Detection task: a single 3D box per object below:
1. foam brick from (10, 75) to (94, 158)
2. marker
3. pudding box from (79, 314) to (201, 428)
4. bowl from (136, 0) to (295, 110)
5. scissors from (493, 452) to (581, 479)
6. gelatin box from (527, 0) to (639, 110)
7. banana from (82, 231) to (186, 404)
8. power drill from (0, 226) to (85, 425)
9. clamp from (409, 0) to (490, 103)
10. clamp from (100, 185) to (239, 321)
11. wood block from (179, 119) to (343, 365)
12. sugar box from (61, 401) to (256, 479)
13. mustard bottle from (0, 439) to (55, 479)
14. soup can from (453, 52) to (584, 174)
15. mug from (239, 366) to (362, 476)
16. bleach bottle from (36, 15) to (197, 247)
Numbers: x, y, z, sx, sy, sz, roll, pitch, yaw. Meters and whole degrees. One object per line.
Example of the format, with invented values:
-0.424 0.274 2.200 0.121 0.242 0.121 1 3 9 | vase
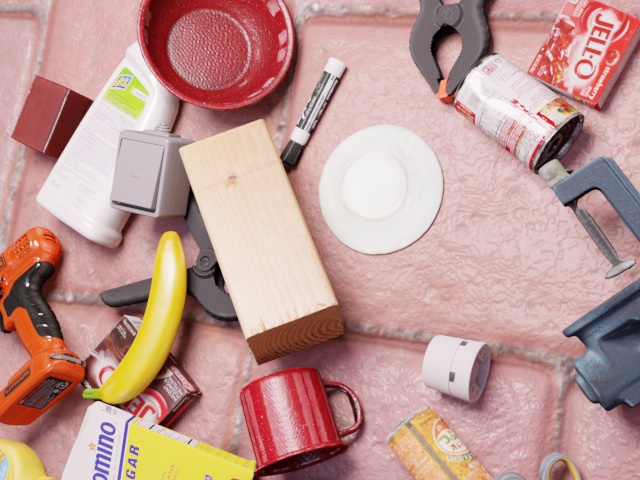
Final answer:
-0.298 -0.135 1.191 0.051 0.053 0.078 22 90 24 | foam brick
-0.009 -0.129 1.088 0.020 0.020 0.121 29 94 23 | marker
-0.191 0.148 1.112 0.090 0.039 0.113 -47 68 11 | pudding box
-0.110 -0.205 1.099 0.162 0.055 0.162 2 80 -15 | bowl
0.187 0.285 0.925 0.096 0.016 0.202 7 83 -13 | scissors
0.245 -0.175 0.984 0.073 0.030 0.089 31 95 23 | gelatin box
-0.175 0.089 1.071 0.070 0.037 0.198 30 95 20 | banana
-0.336 0.102 1.151 0.185 0.057 0.188 -40 57 19 | power drill
0.136 -0.221 1.032 0.120 0.039 0.171 -6 86 26 | clamp
-0.113 0.015 1.100 0.210 0.036 0.164 15 83 20 | clamp
-0.057 0.001 1.024 0.091 0.090 0.206 -20 67 -3 | wood block
-0.160 0.234 1.051 0.176 0.048 0.093 20 91 0 | sugar box
-0.355 0.260 1.153 0.192 0.058 0.096 8 84 24 | mustard bottle
0.181 -0.117 0.981 0.102 0.068 0.068 42 99 22 | soup can
-0.018 0.168 1.017 0.117 0.093 0.081 -13 70 -11 | mug
-0.200 -0.124 1.145 0.103 0.068 0.251 32 93 21 | bleach bottle
